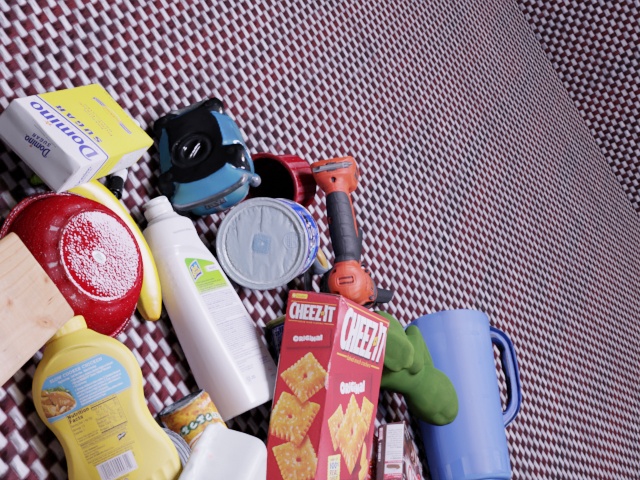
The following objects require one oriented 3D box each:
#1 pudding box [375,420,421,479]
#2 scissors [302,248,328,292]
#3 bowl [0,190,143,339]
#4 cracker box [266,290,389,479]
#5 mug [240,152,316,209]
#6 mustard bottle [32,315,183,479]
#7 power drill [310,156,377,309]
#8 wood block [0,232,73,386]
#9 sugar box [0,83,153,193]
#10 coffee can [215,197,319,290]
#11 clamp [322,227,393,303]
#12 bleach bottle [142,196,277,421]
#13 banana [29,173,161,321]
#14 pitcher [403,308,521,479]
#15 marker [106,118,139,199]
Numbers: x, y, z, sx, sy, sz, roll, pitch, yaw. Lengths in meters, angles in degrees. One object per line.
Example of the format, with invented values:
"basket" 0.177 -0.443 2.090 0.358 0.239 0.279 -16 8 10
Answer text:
"pudding box" 0.100 0.296 1.342 0.090 0.039 0.113 -84 159 -45
"scissors" -0.008 0.044 1.383 0.096 0.016 0.202 49 17 -40
"bowl" -0.224 0.021 1.016 0.161 0.055 0.162 21 59 -40
"cracker box" 0.011 0.176 1.181 0.164 0.072 0.213 32 65 -64
"mug" -0.052 -0.057 1.367 0.081 0.093 0.117 -19 93 -66
"mustard bottle" -0.201 0.143 0.949 0.058 0.096 0.191 99 -34 -85
"power drill" 0.035 -0.003 1.357 0.184 0.057 0.187 53 26 -78
"wood block" -0.298 0.088 0.835 0.090 0.091 0.205 56 30 -13
"sugar box" -0.246 -0.108 1.082 0.093 0.048 0.176 45 17 0
"coffee can" -0.058 0.002 1.242 0.103 0.103 0.140 64 6 1
"clamp" 0.042 0.052 1.480 0.120 0.039 0.171 62 29 0
"bleach bottle" -0.126 0.069 1.167 0.102 0.068 0.251 -11 74 -64
"banana" -0.220 -0.006 1.104 0.197 0.037 0.069 52 50 -18
"pitcher" 0.203 0.227 1.504 0.144 0.149 0.243 38 39 -60
"marker" -0.220 -0.089 1.184 0.020 0.020 0.121 42 35 -34
